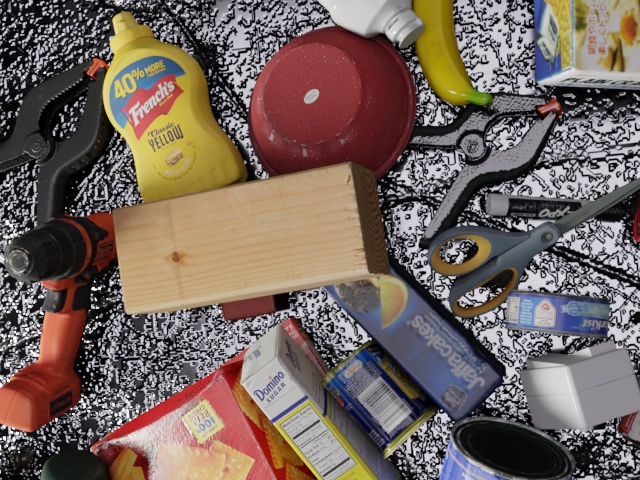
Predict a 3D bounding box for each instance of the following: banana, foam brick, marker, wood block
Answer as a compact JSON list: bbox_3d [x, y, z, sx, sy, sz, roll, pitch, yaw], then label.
[{"bbox_3d":[0.110,-0.198,0.937,0.070,0.037,0.198,-17,73,34],"label":"banana"},{"bbox_3d":[-0.063,0.031,0.963,0.051,0.053,0.078,-10,87,10],"label":"foam brick"},{"bbox_3d":[0.203,-0.028,0.917,0.121,0.020,0.020,3,89,-4],"label":"marker"},{"bbox_3d":[-0.056,0.001,0.886,0.206,0.090,0.091,-10,85,15],"label":"wood block"}]

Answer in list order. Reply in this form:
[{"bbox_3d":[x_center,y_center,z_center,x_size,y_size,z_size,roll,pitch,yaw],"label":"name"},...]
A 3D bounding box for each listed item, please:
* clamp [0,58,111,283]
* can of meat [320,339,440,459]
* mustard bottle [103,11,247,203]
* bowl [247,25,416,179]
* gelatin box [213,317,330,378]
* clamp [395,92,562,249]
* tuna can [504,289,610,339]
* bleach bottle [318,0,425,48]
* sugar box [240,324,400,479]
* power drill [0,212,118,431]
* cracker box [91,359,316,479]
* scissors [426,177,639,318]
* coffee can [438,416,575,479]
[{"bbox_3d":[-0.256,-0.075,1.009,0.165,0.036,0.210,43,93,13],"label":"clamp"},{"bbox_3d":[0.053,0.133,0.913,0.057,0.102,0.084,-44,79,7],"label":"can of meat"},{"bbox_3d":[-0.146,-0.122,0.981,0.096,0.058,0.191,-26,83,14],"label":"mustard bottle"},{"bbox_3d":[0.000,-0.121,0.939,0.162,0.055,0.162,-4,79,19],"label":"bowl"},{"bbox_3d":[-0.040,0.124,0.966,0.089,0.030,0.073,-34,82,8],"label":"gelatin box"},{"bbox_3d":[0.126,-0.085,0.939,0.171,0.039,0.120,-36,85,8],"label":"clamp"},{"bbox_3d":[0.199,0.062,0.895,0.086,0.086,0.034,5,87,11],"label":"tuna can"},{"bbox_3d":[0.009,-0.275,0.943,0.103,0.068,0.251,-41,77,10],"label":"bleach bottle"},{"bbox_3d":[0.002,0.160,0.901,0.048,0.093,0.176,-39,99,7],"label":"sugar box"},{"bbox_3d":[-0.238,0.069,0.939,0.057,0.184,0.188,21,101,11],"label":"power drill"},{"bbox_3d":[-0.085,0.234,0.928,0.164,0.072,0.214,-32,80,24],"label":"cracker box"},{"bbox_3d":[0.174,-0.012,0.904,0.096,0.016,0.202,37,112,-19],"label":"scissors"},{"bbox_3d":[0.140,0.231,0.874,0.103,0.102,0.140,15,107,11],"label":"coffee can"}]
